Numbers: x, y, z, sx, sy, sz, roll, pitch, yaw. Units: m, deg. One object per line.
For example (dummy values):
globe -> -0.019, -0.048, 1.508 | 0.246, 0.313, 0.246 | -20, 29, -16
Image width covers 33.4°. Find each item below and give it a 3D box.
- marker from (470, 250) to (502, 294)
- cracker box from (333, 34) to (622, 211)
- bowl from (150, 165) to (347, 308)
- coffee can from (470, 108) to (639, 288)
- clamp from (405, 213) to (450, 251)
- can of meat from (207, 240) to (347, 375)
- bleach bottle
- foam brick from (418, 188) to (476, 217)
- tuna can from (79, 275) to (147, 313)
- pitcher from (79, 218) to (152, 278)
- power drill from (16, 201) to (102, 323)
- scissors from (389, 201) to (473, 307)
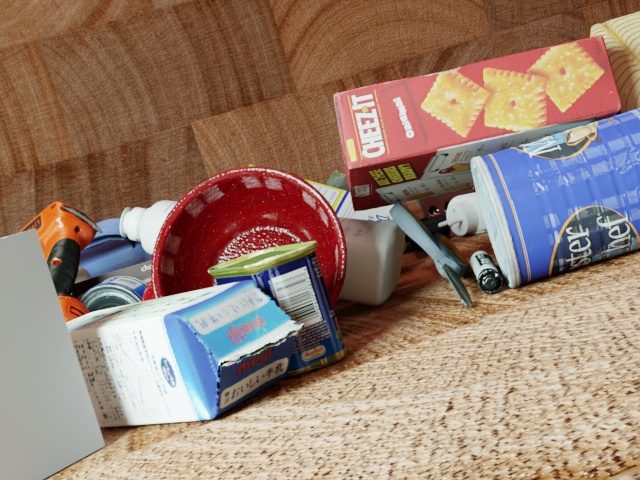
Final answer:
marker -> 0.132, 0.025, 0.857 | 0.020, 0.020, 0.121 | -17, 5, 7
cracker box -> 0.123, -0.093, 0.887 | 0.213, 0.072, 0.164 | -11, -11, 2
bowl -> -0.053, 0.024, 0.869 | 0.162, 0.162, 0.055 | -17, -18, 7
coffee can -> 0.194, -0.033, 0.797 | 0.140, 0.103, 0.103 | -17, 4, 4
clamp -> 0.106, -0.006, 1.234 | 0.120, 0.039, 0.171 | -1, 13, 43
can of meat -> -0.031, 0.050, 0.767 | 0.057, 0.084, 0.102 | -19, 5, -27
bleach bottle -> -0.056, 0.001, 0.960 | 0.251, 0.068, 0.102 | 9, 14, 14
foam brick -> 0.174, -0.047, 1.377 | 0.078, 0.053, 0.051 | -16, 5, 28
tuna can -> -0.194, 0.079, 1.034 | 0.086, 0.086, 0.033 | -16, 6, 18
pitcher -> -0.259, 0.053, 1.288 | 0.243, 0.149, 0.144 | -19, 8, 25
power drill -> -0.281, 0.066, 1.027 | 0.185, 0.057, 0.187 | -33, 38, 26
scissors -> 0.090, 0.008, 0.874 | 0.016, 0.096, 0.201 | -49, -3, 10
